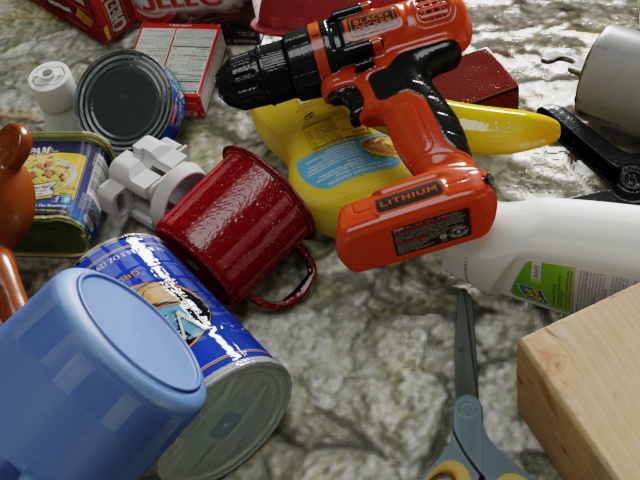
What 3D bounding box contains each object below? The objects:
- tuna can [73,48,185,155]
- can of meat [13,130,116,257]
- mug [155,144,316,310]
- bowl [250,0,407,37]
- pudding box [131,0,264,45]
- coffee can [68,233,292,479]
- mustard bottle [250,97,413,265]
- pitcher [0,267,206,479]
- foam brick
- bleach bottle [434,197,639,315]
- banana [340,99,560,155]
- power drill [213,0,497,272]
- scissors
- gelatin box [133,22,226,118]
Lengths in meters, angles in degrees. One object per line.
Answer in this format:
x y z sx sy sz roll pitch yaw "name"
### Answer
-0.154 -0.110 0.867 0.086 0.033 0.086 -1 87 13 "tuna can"
-0.217 -0.035 0.833 0.102 0.057 0.084 0 56 11 "can of meat"
-0.055 0.001 0.766 0.117 0.093 0.081 46 73 -5 "mug"
0.019 -0.210 0.877 0.162 0.055 0.162 -5 22 2 "bowl"
-0.108 -0.215 0.928 0.113 0.090 0.039 1 53 10 "pudding box"
-0.101 0.076 0.698 0.102 0.103 0.140 -36 55 -17 "coffee can"
0.019 -0.056 0.805 0.096 0.058 0.192 -18 52 -11 "mustard bottle"
-0.179 0.137 0.586 0.243 0.144 0.149 -45 62 10 "pitcher"
0.108 -0.105 0.830 0.078 0.051 0.053 -21 52 -6 "foam brick"
0.178 0.011 0.697 0.251 0.102 0.068 14 55 19 "bleach bottle"
0.072 -0.099 0.774 0.198 0.037 0.069 27 64 23 "banana"
0.028 -0.075 0.713 0.184 0.057 0.188 -17 60 5 "power drill"
0.112 0.121 0.682 0.096 0.016 0.201 12 56 16 "scissors"
-0.126 -0.146 0.916 0.073 0.030 0.089 3 56 12 "gelatin box"
